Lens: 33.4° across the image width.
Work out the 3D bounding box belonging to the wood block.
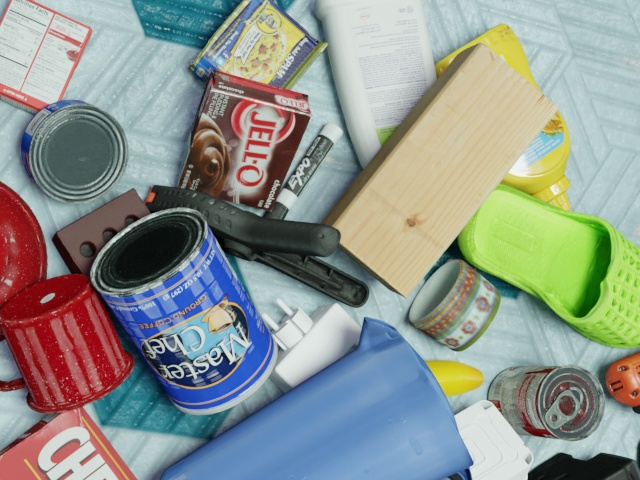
[{"bbox_3d":[0.098,-0.061,0.931,0.091,0.090,0.206,39,88,-7],"label":"wood block"}]

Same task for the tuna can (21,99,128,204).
[{"bbox_3d":[-0.209,-0.076,0.906,0.086,0.034,0.086,-10,110,-28],"label":"tuna can"}]

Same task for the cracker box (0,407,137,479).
[{"bbox_3d":[-0.236,0.256,0.854,0.213,0.072,0.164,-37,96,-19],"label":"cracker box"}]

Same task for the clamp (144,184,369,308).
[{"bbox_3d":[-0.056,0.001,0.921,0.210,0.164,0.036,17,74,24],"label":"clamp"}]

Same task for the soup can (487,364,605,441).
[{"bbox_3d":[0.208,0.150,0.994,0.068,0.102,0.068,2,83,-18],"label":"soup can"}]

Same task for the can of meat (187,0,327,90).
[{"bbox_3d":[-0.058,-0.166,0.971,0.084,0.057,0.102,40,74,-8],"label":"can of meat"}]

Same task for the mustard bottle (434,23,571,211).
[{"bbox_3d":[0.189,-0.108,1.043,0.096,0.058,0.191,-33,94,-17],"label":"mustard bottle"}]

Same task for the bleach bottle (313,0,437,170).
[{"bbox_3d":[0.064,-0.111,1.001,0.102,0.068,0.251,-10,90,-8],"label":"bleach bottle"}]

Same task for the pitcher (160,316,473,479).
[{"bbox_3d":[0.000,0.191,0.884,0.243,0.145,0.149,-30,51,0],"label":"pitcher"}]

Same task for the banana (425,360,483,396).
[{"bbox_3d":[0.063,0.156,0.985,0.197,0.037,0.069,-33,116,-17],"label":"banana"}]

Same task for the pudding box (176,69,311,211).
[{"bbox_3d":[-0.068,-0.086,0.933,0.090,0.114,0.039,13,39,-15],"label":"pudding box"}]

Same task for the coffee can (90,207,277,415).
[{"bbox_3d":[-0.109,0.059,0.874,0.102,0.103,0.140,-39,125,-18],"label":"coffee can"}]

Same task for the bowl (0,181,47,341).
[{"bbox_3d":[-0.303,0.014,0.870,0.162,0.055,0.162,2,83,-18],"label":"bowl"}]

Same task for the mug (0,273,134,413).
[{"bbox_3d":[-0.219,0.083,0.861,0.117,0.093,0.081,-18,112,-1],"label":"mug"}]

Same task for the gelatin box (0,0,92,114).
[{"bbox_3d":[-0.248,-0.158,0.922,0.073,0.030,0.089,23,78,-13],"label":"gelatin box"}]

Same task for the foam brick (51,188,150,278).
[{"bbox_3d":[-0.182,-0.001,0.913,0.078,0.051,0.053,-33,94,-19],"label":"foam brick"}]

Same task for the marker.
[{"bbox_3d":[-0.018,-0.058,0.990,0.020,0.020,0.121,36,74,-11],"label":"marker"}]
